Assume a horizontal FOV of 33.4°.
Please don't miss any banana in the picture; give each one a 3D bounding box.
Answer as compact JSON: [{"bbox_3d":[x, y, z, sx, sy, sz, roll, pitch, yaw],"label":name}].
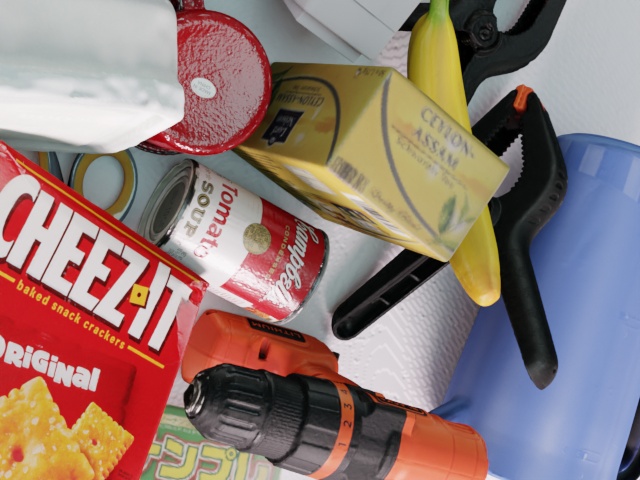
[{"bbox_3d":[0.080,-0.057,0.671,0.037,0.069,0.198,-11,88,6],"label":"banana"}]

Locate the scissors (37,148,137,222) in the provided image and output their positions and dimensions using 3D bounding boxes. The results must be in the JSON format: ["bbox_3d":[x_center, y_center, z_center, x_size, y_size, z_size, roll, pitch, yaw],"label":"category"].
[{"bbox_3d":[-0.144,0.023,0.655,0.096,0.016,0.202,-21,113,-25],"label":"scissors"}]

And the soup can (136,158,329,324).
[{"bbox_3d":[-0.054,0.001,0.662,0.102,0.069,0.068,29,87,-25],"label":"soup can"}]

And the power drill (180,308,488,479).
[{"bbox_3d":[-0.018,0.093,0.629,0.184,0.188,0.057,22,91,-27],"label":"power drill"}]

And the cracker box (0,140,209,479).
[{"bbox_3d":[-0.163,0.081,0.559,0.164,0.072,0.213,39,60,-40],"label":"cracker box"}]

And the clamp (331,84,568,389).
[{"bbox_3d":[0.098,-0.008,0.714,0.036,0.165,0.210,43,58,-49],"label":"clamp"}]

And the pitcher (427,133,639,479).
[{"bbox_3d":[0.182,0.058,0.749,0.243,0.145,0.149,-70,159,-3],"label":"pitcher"}]

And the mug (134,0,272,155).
[{"bbox_3d":[-0.079,-0.105,0.625,0.093,0.082,0.117,-5,101,-23],"label":"mug"}]

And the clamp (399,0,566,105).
[{"bbox_3d":[0.103,-0.130,0.727,0.171,0.039,0.120,-25,115,-11],"label":"clamp"}]
